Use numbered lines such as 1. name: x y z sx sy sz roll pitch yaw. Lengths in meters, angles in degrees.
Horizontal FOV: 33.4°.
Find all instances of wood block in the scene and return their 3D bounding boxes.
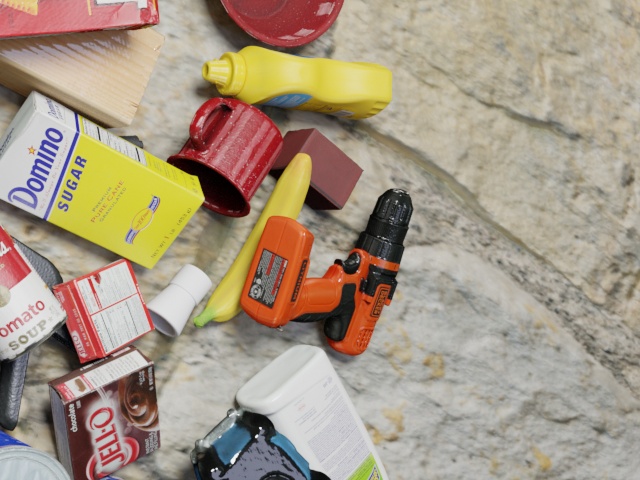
1. wood block: -0.251 -0.180 0.914 0.205 0.090 0.091 27 77 -32

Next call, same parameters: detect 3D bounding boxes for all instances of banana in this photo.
1. banana: -0.058 0.006 1.056 0.037 0.069 0.198 30 87 3

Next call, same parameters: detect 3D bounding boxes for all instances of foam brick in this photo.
1. foam brick: -0.007 -0.073 1.103 0.078 0.053 0.051 39 71 -29

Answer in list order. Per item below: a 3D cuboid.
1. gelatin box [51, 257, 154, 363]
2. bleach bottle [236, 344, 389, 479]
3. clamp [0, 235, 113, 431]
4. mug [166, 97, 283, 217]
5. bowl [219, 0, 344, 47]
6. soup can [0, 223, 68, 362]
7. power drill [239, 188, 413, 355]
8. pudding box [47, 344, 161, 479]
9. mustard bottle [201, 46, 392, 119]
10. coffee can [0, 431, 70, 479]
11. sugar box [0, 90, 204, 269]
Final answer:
1. gelatin box: -0.195 0.062 0.964 0.089 0.030 0.073 -29 100 -63
2. bleach bottle: 0.012 0.236 1.117 0.102 0.068 0.251 -38 113 -28
3. clamp: -0.248 0.072 0.953 0.120 0.039 0.171 -17 100 -40
4. mug: -0.092 -0.088 1.018 0.081 0.093 0.117 -59 147 -24
5. bowl: -0.052 -0.271 1.066 0.161 0.055 0.162 -1 91 -34
6. soup can: -0.266 0.042 0.883 0.068 0.069 0.102 -40 104 -27
7. power drill: 0.014 0.025 1.072 0.187 0.057 0.184 11 98 -50
8. pudding box: -0.194 0.160 0.964 0.089 0.039 0.113 -25 131 -32
9. mustard bottle: -0.029 -0.157 1.059 0.191 0.096 0.058 2 90 -34
10. coffee can: -0.275 0.208 0.875 0.102 0.141 0.103 -1 91 -34
11. sugar box: -0.202 -0.050 0.953 0.176 0.048 0.093 26 112 -33
